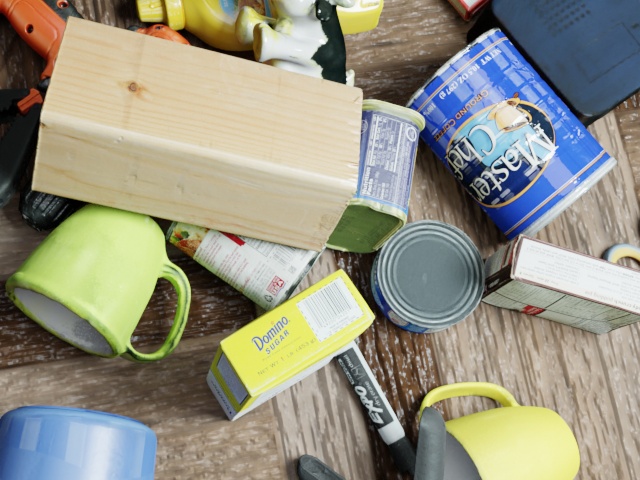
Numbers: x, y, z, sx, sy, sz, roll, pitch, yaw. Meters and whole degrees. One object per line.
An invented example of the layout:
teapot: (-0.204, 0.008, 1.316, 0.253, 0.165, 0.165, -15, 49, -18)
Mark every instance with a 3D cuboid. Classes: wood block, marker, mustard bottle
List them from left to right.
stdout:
wood block: (-0.083, -0.070, 0.735, 0.206, 0.090, 0.091, 13, 56, -11)
mustard bottle: (-0.052, -0.201, 0.857, 0.191, 0.058, 0.096, -12, 72, -12)
marker: (0.042, 0.123, 0.810, 0.020, 0.020, 0.121, -27, 81, -15)

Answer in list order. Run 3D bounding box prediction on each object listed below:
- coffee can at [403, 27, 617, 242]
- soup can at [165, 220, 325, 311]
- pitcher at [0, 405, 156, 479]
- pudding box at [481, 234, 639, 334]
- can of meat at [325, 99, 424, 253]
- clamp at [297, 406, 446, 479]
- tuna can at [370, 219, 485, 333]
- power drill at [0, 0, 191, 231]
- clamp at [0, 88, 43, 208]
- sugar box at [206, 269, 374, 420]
coffee can: (0.146, -0.080, 0.835, 0.102, 0.103, 0.140, -38, 84, -16)
soup can: (-0.055, 0.001, 0.801, 0.102, 0.068, 0.068, 35, 73, 1)
pitcher: (-0.167, 0.239, 0.701, 0.145, 0.149, 0.243, 3, 72, 7)
pudding box: (0.187, 0.036, 0.819, 0.113, 0.090, 0.039, 15, 74, -5)
can of meat: (0.034, -0.044, 0.805, 0.057, 0.102, 0.084, 15, 68, -12)
clamp: (0.070, 0.204, 0.762, 0.120, 0.039, 0.171, -36, 87, 29)
tuna can: (0.083, 0.029, 0.834, 0.086, 0.034, 0.086, 2, 76, -9)
power drill: (-0.217, -0.125, 0.812, 0.187, 0.057, 0.184, 37, 81, 1)
clamp: (-0.286, -0.045, 0.735, 0.164, 0.036, 0.209, 43, 71, 4)
sugar box: (-0.027, 0.076, 0.730, 0.093, 0.176, 0.048, -30, 84, -16)
